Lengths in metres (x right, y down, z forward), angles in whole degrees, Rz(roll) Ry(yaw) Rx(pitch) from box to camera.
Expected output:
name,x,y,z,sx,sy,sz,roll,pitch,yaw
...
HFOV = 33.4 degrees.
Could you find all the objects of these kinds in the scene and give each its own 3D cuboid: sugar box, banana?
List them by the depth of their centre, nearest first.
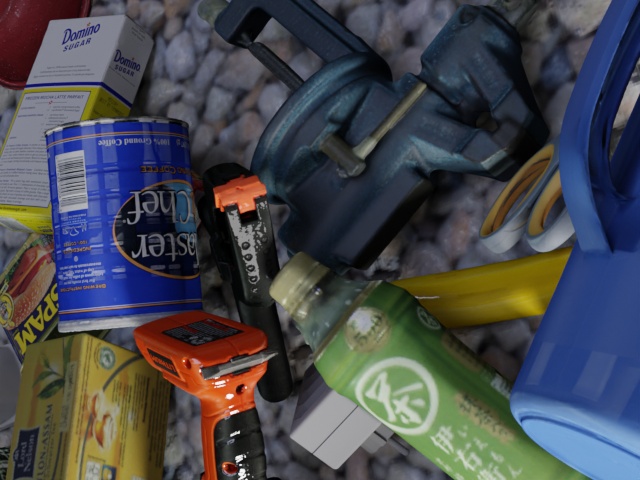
name,x,y,z,sx,sy,sz,roll,pitch,yaw
banana,0.103,0.031,0.634,0.198,0.069,0.037,-13,84,40
sugar box,-0.201,-0.093,0.852,0.093,0.048,0.176,5,68,35

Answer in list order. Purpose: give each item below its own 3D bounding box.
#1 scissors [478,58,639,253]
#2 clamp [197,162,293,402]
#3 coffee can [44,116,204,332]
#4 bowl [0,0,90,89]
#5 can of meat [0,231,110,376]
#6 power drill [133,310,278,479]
name,x,y,z,sx,sy,sz,roll,pitch,yaw
scissors,0.160,-0.069,0.595,0.202,0.016,0.096,-52,18,11
clamp,-0.055,0.001,0.699,0.036,0.210,0.164,-18,64,-10
coffee can,-0.138,-0.009,0.755,0.103,0.102,0.140,-7,86,34
bowl,-0.275,-0.217,0.937,0.162,0.055,0.162,-4,82,34
can of meat,-0.217,0.049,0.869,0.102,0.057,0.084,-49,58,20
power drill,-0.071,0.143,0.690,0.185,0.057,0.187,7,110,56
